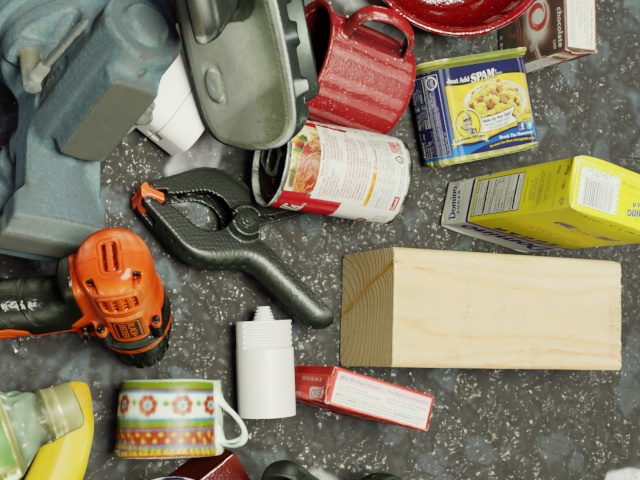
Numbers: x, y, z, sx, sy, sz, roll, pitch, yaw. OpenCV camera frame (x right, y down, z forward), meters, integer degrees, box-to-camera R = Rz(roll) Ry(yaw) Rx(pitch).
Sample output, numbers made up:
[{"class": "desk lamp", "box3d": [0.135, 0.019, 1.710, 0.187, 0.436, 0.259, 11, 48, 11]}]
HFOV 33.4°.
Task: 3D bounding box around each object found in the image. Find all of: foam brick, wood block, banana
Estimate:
[{"class": "foam brick", "box3d": [-0.087, 0.191, 0.762, 0.078, 0.051, 0.053, -34, 101, -22]}, {"class": "wood block", "box3d": [0.128, 0.057, 0.847, 0.205, 0.091, 0.090, 4, 84, -24]}, {"class": "banana", "box3d": [-0.210, 0.186, 0.715, 0.197, 0.037, 0.069, -46, 105, -20]}]

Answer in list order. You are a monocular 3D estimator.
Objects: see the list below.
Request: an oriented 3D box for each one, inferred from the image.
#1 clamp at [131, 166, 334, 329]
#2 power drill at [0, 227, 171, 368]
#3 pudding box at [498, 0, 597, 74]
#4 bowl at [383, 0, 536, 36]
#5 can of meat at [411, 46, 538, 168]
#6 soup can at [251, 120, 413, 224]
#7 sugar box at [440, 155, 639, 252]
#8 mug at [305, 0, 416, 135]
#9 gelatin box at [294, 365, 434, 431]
[{"class": "clamp", "box3d": [-0.055, 0.001, 0.791, 0.171, 0.039, 0.120, 8, 60, -21]}, {"class": "power drill", "box3d": [-0.190, 0.054, 0.685, 0.187, 0.184, 0.057, -11, 67, -7]}, {"class": "pudding box", "box3d": [0.188, -0.203, 0.894, 0.039, 0.090, 0.113, -2, 88, -26]}, {"class": "bowl", "box3d": [0.105, -0.240, 0.866, 0.162, 0.055, 0.162, 0, 88, -7]}, {"class": "can of meat", "box3d": [0.126, -0.108, 0.878, 0.102, 0.058, 0.084, -13, 94, -24]}, {"class": "soup can", "box3d": [0.008, -0.051, 0.786, 0.102, 0.069, 0.068, 8, 83, -24]}, {"class": "sugar box", "box3d": [0.178, -0.024, 0.829, 0.093, 0.176, 0.048, 17, 77, -22]}, {"class": "mug", "box3d": [0.025, -0.132, 0.806, 0.081, 0.117, 0.093, 17, 48, -27]}, {"class": "gelatin box", "box3d": [0.029, 0.119, 0.807, 0.089, 0.073, 0.030, 18, 78, -22]}]
